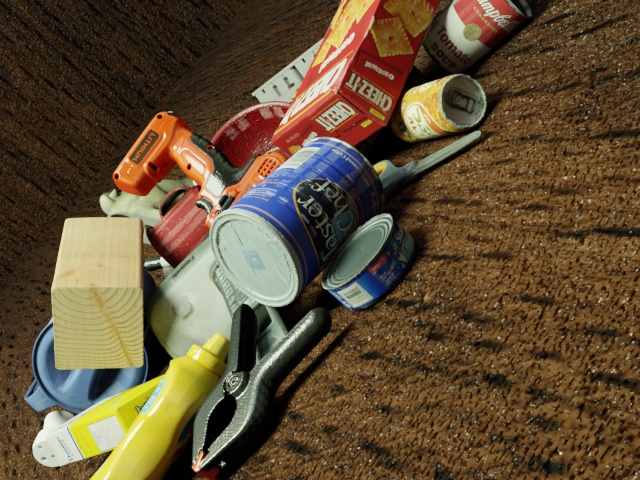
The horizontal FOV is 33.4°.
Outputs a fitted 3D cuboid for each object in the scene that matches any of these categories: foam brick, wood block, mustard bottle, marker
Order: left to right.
[{"bbox_3d":[-0.235,0.051,1.150,0.206,0.090,0.091,-114,26,-68],"label":"wood block"},{"bbox_3d":[-0.141,0.168,0.969,0.191,0.058,0.096,-57,-3,-12],"label":"mustard bottle"},{"bbox_3d":[-0.178,0.022,1.397,0.121,0.020,0.020,-12,32,22],"label":"marker"},{"bbox_3d":[0.097,-0.157,1.154,0.051,0.053,0.078,-45,17,9],"label":"foam brick"}]

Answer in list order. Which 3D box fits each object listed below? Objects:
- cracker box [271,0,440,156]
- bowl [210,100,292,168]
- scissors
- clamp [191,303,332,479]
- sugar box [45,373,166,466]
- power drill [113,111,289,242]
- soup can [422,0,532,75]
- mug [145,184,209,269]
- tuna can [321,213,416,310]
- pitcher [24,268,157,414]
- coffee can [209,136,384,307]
[{"bbox_3d":[0.043,-0.197,1.148,0.164,0.072,0.213,-29,32,61],"label":"cracker box"},{"bbox_3d":[-0.067,-0.093,1.331,0.162,0.055,0.162,-14,57,22],"label":"bowl"},{"bbox_3d":[0.087,-0.075,1.059,0.202,0.016,0.096,-36,21,33],"label":"scissors"},{"bbox_3d":[-0.068,0.124,0.925,0.120,0.039,0.171,6,58,57],"label":"clamp"},{"bbox_3d":[-0.207,0.183,1.102,0.093,0.048,0.177,-29,4,-42],"label":"sugar box"},{"bbox_3d":[-0.138,-0.046,1.181,0.184,0.188,0.057,-55,-24,-8],"label":"power drill"},{"bbox_3d":[0.163,-0.230,1.131,0.102,0.068,0.068,-39,19,27],"label":"soup can"},{"bbox_3d":[-0.150,-0.018,1.259,0.081,0.093,0.117,-46,54,10],"label":"mug"},{"bbox_3d":[0.043,0.019,0.929,0.086,0.033,0.086,-42,18,17],"label":"tuna can"},{"bbox_3d":[-0.277,0.114,1.335,0.243,0.149,0.145,-97,11,-72],"label":"pitcher"},{"bbox_3d":[-0.020,-0.019,0.997,0.140,0.103,0.103,-43,11,-38],"label":"coffee can"}]
